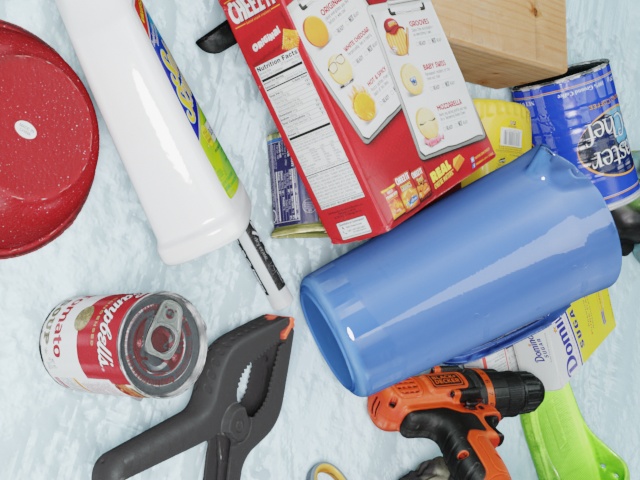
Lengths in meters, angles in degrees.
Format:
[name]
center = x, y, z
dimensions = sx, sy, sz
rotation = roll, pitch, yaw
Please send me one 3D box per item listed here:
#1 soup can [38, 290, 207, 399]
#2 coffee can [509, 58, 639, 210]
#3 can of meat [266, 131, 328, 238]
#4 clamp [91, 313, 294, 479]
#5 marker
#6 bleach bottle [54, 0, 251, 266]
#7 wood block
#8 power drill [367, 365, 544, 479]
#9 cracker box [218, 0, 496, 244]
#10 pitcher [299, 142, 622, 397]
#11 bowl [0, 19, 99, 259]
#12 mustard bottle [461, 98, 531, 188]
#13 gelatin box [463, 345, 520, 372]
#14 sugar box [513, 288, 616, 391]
[soup can]
center = -0.132, 0.068, 0.705
dimensions = 0.068, 0.102, 0.068
rotation = 4, 84, -43
[coffee can]
center = 0.260, -0.103, 1.087
dimensions = 0.102, 0.103, 0.140
rotation = -27, 105, -41
[can of meat]
center = 0.005, -0.046, 0.875
dimensions = 0.101, 0.058, 0.084
rotation = -1, 85, -44
[clamp]
center = -0.079, 0.133, 0.782
dimensions = 0.164, 0.036, 0.210
rotation = 55, 51, -44
[marker]
center = -0.056, 0.001, 0.839
dimensions = 0.020, 0.020, 0.121
rotation = -43, 115, -37
[bleach bottle]
center = -0.128, -0.113, 0.731
dimensions = 0.102, 0.068, 0.251
rotation = -89, 155, -72
[wood block]
center = 0.132, -0.205, 0.984
dimensions = 0.205, 0.090, 0.091
rotation = 5, 82, -43
[power drill]
center = 0.154, 0.177, 0.905
dimensions = 0.184, 0.188, 0.057
rotation = -2, 120, -28
[cracker box]
center = 0.032, -0.125, 0.830
dimensions = 0.163, 0.072, 0.213
rotation = -33, 101, -43
[pitcher]
center = 0.112, 0.036, 0.875
dimensions = 0.242, 0.145, 0.149
rotation = -26, 89, -12
[bowl]
center = -0.200, -0.069, 0.685
dimensions = 0.161, 0.055, 0.162
rotation = 4, 84, -42
[mustard bottle]
center = 0.164, -0.035, 1.022
dimensions = 0.096, 0.058, 0.191
rotation = 2, 85, -44
[gelatin box]
center = 0.170, 0.119, 1.035
dimensions = 0.073, 0.030, 0.089
rotation = -19, 100, -44
[sugar box]
center = 0.246, 0.077, 1.075
dimensions = 0.175, 0.048, 0.093
rotation = -31, 108, -56
